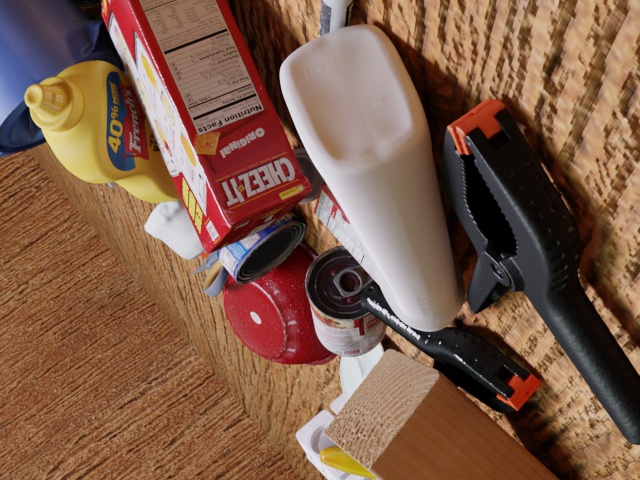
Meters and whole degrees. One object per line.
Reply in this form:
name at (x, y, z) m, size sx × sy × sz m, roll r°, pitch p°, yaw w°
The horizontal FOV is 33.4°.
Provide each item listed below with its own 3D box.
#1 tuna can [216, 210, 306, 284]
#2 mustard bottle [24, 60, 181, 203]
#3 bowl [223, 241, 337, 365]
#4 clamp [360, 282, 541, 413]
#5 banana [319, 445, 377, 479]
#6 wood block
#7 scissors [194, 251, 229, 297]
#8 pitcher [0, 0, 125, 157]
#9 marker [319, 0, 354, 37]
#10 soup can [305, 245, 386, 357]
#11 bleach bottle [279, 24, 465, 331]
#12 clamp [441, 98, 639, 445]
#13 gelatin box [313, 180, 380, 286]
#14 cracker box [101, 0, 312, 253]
tuna can at (-0.057, 0.001, 1.020) m, size 0.034 × 0.086 × 0.086 m, roll 49°, pitch 167°, yaw 17°
mustard bottle at (-0.170, -0.092, 0.857) m, size 0.191 × 0.058 × 0.096 m, roll 19°, pitch -111°, yaw -65°
bowl at (-0.050, 0.069, 1.103) m, size 0.162 × 0.055 × 0.162 m, roll 26°, pitch 130°, yaw 34°
clamp at (0.098, 0.084, 0.820) m, size 0.120 × 0.039 × 0.172 m, roll 41°, pitch 167°, yaw -20°
banana at (0.098, 0.246, 1.126) m, size 0.198 × 0.037 × 0.069 m, roll 11°, pitch 174°, yaw 27°
wood block at (0.115, 0.188, 0.843) m, size 0.206 × 0.090 × 0.091 m, roll 42°, pitch 171°, yaw -21°
scissors at (-0.118, 0.035, 1.138) m, size 0.016 × 0.096 × 0.202 m, roll 28°, pitch 149°, yaw -12°
pitcher at (-0.295, -0.198, 0.917) m, size 0.243 × 0.149 × 0.145 m, roll 52°, pitch 163°, yaw 6°
marker at (0.008, -0.121, 0.629) m, size 0.020 × 0.020 × 0.121 m, roll 48°, pitch 166°, yaw 12°
soup can at (0.025, 0.055, 0.933) m, size 0.068 × 0.068 × 0.102 m, roll 46°, pitch 166°, yaw 21°
bleach bottle at (0.047, -0.016, 0.674) m, size 0.250 × 0.068 × 0.102 m, roll 63°, pitch -175°, yaw -57°
clamp at (0.108, 0.007, 0.598) m, size 0.165 × 0.036 × 0.210 m, roll 37°, pitch 160°, yaw 56°
gelatin box at (0.035, -0.009, 0.812) m, size 0.089 × 0.030 × 0.073 m, roll 49°, pitch 168°, yaw 9°
cracker box at (-0.089, -0.107, 0.778) m, size 0.214 × 0.072 × 0.164 m, roll 66°, pitch 167°, yaw 1°
